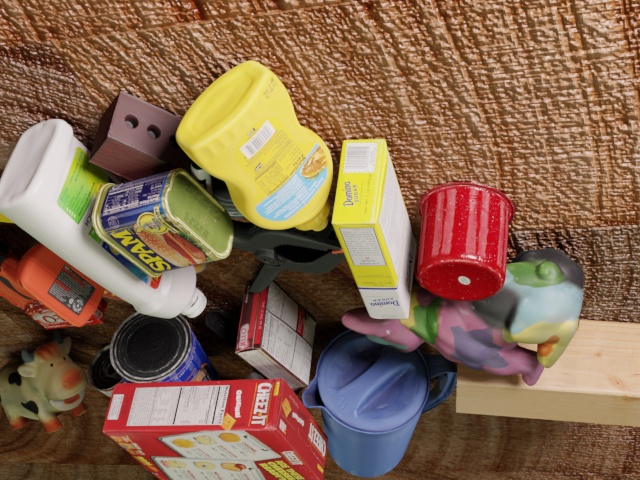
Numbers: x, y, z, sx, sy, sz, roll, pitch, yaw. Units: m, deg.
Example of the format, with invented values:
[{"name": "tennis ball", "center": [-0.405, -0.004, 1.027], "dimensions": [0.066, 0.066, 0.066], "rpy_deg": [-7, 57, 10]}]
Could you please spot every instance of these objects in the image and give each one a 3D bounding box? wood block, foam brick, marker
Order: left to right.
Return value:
[{"name": "foam brick", "center": [-0.159, -0.087, 0.958], "dimensions": [0.078, 0.053, 0.051], "rpy_deg": [23, 146, -23]}, {"name": "marker", "center": [-0.107, -0.051, 0.966], "dimensions": [0.020, 0.020, 0.121], "rpy_deg": [8, 149, 2]}, {"name": "wood block", "center": [0.257, 0.144, 1.194], "dimensions": [0.206, 0.090, 0.091], "rpy_deg": [3, 149, 9]}]

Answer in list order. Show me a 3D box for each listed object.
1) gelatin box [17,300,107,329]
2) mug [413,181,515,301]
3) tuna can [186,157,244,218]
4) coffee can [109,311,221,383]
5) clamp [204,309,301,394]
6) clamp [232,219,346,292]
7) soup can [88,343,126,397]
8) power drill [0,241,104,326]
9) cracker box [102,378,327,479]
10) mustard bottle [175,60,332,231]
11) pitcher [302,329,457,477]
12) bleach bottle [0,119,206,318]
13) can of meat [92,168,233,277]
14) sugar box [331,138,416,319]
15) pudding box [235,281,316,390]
[{"name": "gelatin box", "center": [-0.315, 0.077, 1.290], "dimensions": [0.089, 0.030, 0.073], "rpy_deg": [-7, 146, 25]}, {"name": "mug", "center": [0.127, 0.008, 1.011], "dimensions": [0.093, 0.081, 0.117], "rpy_deg": [26, 145, -26]}, {"name": "tuna can", "center": [-0.085, -0.057, 1.006], "dimensions": [0.086, 0.033, 0.086], "rpy_deg": [7, 149, 4]}, {"name": "coffee can", "center": [-0.189, 0.160, 1.323], "dimensions": [0.103, 0.102, 0.140], "rpy_deg": [1, 148, 13]}, {"name": "clamp", "center": [-0.063, 0.154, 1.287], "dimensions": [0.039, 0.120, 0.171], "rpy_deg": [-42, 133, 14]}, {"name": "clamp", "center": [-0.057, 0.001, 1.072], "dimensions": [0.164, 0.036, 0.210], "rpy_deg": [33, 152, -34]}, {"name": "soup can", "center": [-0.251, 0.188, 1.421], "dimensions": [0.069, 0.068, 0.102], "rpy_deg": [-8, 145, 26]}, {"name": "power drill", "center": [-0.331, 0.023, 1.131], "dimensions": [0.188, 0.057, 0.184], "rpy_deg": [14, 159, 42]}, {"name": "cracker box", "center": [-0.118, 0.224, 1.241], "dimensions": [0.214, 0.072, 0.164], "rpy_deg": [-5, 146, 19]}, {"name": "mustard bottle", "center": [-0.040, -0.064, 0.933], "dimensions": [0.058, 0.096, 0.191], "rpy_deg": [37, 172, 41]}, {"name": "pitcher", "center": [0.071, 0.209, 1.326], "dimensions": [0.149, 0.145, 0.243], "rpy_deg": [26, 156, 14]}, {"name": "bleach bottle", "center": [-0.198, -0.004, 1.045], "dimensions": [0.068, 0.102, 0.250], "rpy_deg": [-9, 142, 36]}, {"name": "can of meat", "center": [-0.139, -0.016, 0.961], "dimensions": [0.084, 0.057, 0.102], "rpy_deg": [-12, 142, 30]}, {"name": "sugar box", "center": [0.053, -0.006, 0.996], "dimensions": [0.048, 0.093, 0.176], "rpy_deg": [1, 148, 13]}, {"name": "pudding box", "center": [-0.050, 0.109, 1.216], "dimensions": [0.039, 0.090, 0.113], "rpy_deg": [-12, 144, 29]}]
